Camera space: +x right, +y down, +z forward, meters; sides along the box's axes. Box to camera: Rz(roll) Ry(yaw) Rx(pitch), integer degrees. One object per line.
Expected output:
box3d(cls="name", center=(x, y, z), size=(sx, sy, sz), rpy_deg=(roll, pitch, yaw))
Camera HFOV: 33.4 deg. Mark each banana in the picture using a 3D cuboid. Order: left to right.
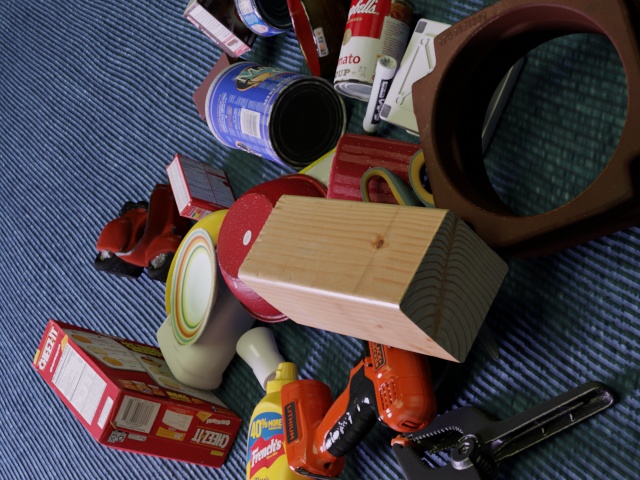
box3d(cls="banana", center=(-0.144, 0.028, 1.280), size=(0.070, 0.037, 0.198), rpy_deg=(46, 118, 14))

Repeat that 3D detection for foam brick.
box3d(cls="foam brick", center=(-0.114, -0.186, 1.339), size=(0.078, 0.051, 0.053), rpy_deg=(-49, 44, 27))

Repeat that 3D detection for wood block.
box3d(cls="wood block", center=(0.037, 0.026, 0.889), size=(0.207, 0.090, 0.090), rpy_deg=(8, 64, 51))

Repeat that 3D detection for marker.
box3d(cls="marker", center=(0.057, -0.137, 1.088), size=(0.121, 0.020, 0.020), rpy_deg=(104, 158, -51))

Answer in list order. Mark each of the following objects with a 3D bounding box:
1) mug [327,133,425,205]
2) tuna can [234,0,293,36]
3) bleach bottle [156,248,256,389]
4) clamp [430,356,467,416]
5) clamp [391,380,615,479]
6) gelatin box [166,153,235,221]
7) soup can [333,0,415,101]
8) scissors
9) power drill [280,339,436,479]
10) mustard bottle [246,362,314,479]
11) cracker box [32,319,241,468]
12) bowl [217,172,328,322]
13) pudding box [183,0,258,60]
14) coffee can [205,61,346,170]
box3d(cls="mug", center=(0.052, -0.045, 1.016), size=(0.081, 0.093, 0.117), rpy_deg=(11, 84, 9))
box3d(cls="tuna can", center=(-0.060, -0.292, 1.287), size=(0.034, 0.086, 0.086), rpy_deg=(-4, 73, 49))
box3d(cls="bleach bottle", center=(-0.089, 0.044, 1.205), size=(0.251, 0.068, 0.103), rpy_deg=(-54, 42, 18))
box3d(cls="clamp", center=(0.110, 0.075, 0.963), size=(0.120, 0.039, 0.171), rpy_deg=(-19, 64, 52))
box3d(cls="clamp", center=(0.126, 0.187, 0.863), size=(0.210, 0.036, 0.164), rpy_deg=(-13, 38, 52))
box3d(cls="gelatin box", center=(-0.144, -0.059, 1.305), size=(0.030, 0.073, 0.089), rpy_deg=(-50, 43, 27))
box3d(cls="soup can", center=(0.056, -0.203, 1.120), size=(0.069, 0.068, 0.102), rpy_deg=(4, 79, 52))
box3d(cls="scissors", center=(0.118, -0.001, 0.936), size=(0.096, 0.016, 0.202), rpy_deg=(-44, 73, 4))
box3d(cls="power drill", center=(0.031, 0.121, 0.979), size=(0.188, 0.057, 0.184), rpy_deg=(-51, 34, 40))
box3d(cls="mustard bottle", center=(-0.037, 0.217, 1.070), size=(0.096, 0.058, 0.191), rpy_deg=(-24, 57, 50))
box3d(cls="cracker box", center=(-0.214, 0.174, 1.222), size=(0.214, 0.164, 0.072), rpy_deg=(28, 95, 52))
box3d(cls="bowl", center=(-0.057, 0.001, 1.103), size=(0.162, 0.055, 0.162), rpy_deg=(-17, 66, 42))
box3d(cls="pudding box", center=(-0.110, -0.292, 1.319), size=(0.039, 0.090, 0.113), rpy_deg=(-26, 33, 47))
box3d(cls="coffee can", center=(-0.052, -0.142, 1.201), size=(0.141, 0.102, 0.103), rpy_deg=(23, 94, 52))
